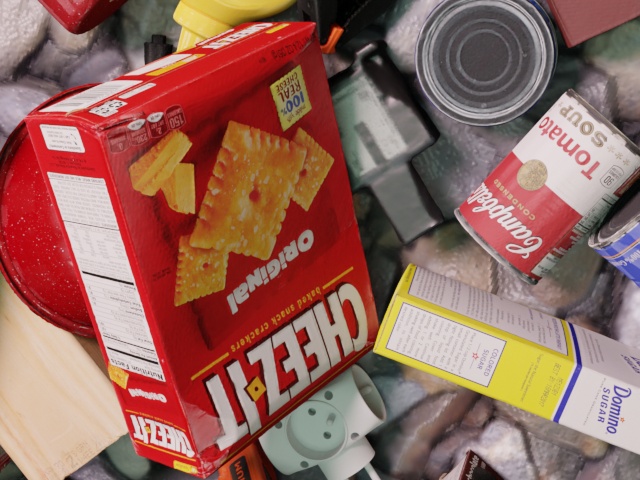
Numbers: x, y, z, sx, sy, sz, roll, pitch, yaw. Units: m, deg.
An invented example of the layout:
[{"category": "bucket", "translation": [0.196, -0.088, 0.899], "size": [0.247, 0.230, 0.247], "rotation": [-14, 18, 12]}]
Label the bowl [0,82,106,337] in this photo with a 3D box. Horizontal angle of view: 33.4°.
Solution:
[{"category": "bowl", "translation": [-0.116, -0.017, 0.652], "size": [0.161, 0.055, 0.162], "rotation": [-2, 93, -33]}]

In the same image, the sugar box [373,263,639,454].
[{"category": "sugar box", "translation": [0.125, 0.071, 0.656], "size": [0.176, 0.093, 0.048], "rotation": [23, 104, 5]}]

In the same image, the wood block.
[{"category": "wood block", "translation": [-0.202, 0.050, 0.711], "size": [0.090, 0.090, 0.206], "rotation": [-37, 93, 14]}]

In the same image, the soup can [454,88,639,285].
[{"category": "soup can", "translation": [0.140, -0.032, 0.646], "size": [0.068, 0.068, 0.102], "rotation": [42, 105, 0]}]

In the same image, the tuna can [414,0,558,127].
[{"category": "tuna can", "translation": [0.101, -0.113, 0.651], "size": [0.086, 0.033, 0.086], "rotation": [4, 105, 13]}]

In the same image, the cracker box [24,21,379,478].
[{"category": "cracker box", "translation": [-0.054, 0.001, 0.612], "size": [0.072, 0.163, 0.214], "rotation": [10, 122, 43]}]

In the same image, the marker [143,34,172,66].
[{"category": "marker", "translation": [-0.110, -0.075, 0.707], "size": [0.020, 0.020, 0.121], "rotation": [7, 102, 8]}]

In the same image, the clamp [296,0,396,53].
[{"category": "clamp", "translation": [0.042, -0.192, 0.634], "size": [0.120, 0.039, 0.172], "rotation": [2, 126, -31]}]
